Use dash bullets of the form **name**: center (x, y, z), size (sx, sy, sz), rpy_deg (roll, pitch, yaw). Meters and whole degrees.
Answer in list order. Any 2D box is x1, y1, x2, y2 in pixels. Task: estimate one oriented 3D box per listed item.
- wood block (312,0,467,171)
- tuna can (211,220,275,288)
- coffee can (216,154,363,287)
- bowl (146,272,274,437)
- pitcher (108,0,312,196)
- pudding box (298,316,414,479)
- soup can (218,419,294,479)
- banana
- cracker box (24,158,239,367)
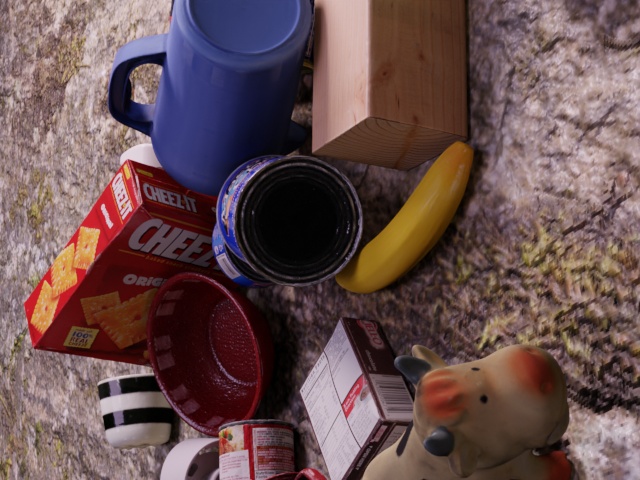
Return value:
- **wood block**: center (0.053, -0.170, 0.828), size (0.091, 0.090, 0.206), rpy_deg (-25, 61, 58)
- **tuna can**: center (-0.056, 0.001, 0.989), size (0.034, 0.086, 0.086), rpy_deg (-24, 61, 60)
- **coffee can**: center (-0.029, -0.020, 0.889), size (0.140, 0.102, 0.103), rpy_deg (-157, 77, -78)
- **bowl**: center (-0.096, 0.104, 1.029), size (0.162, 0.055, 0.162), rpy_deg (13, 109, 40)
- **pitcher**: center (-0.089, -0.142, 0.928), size (0.145, 0.149, 0.243), rpy_deg (50, 160, 9)
- **pudding box**: center (0.028, 0.130, 0.841), size (0.090, 0.039, 0.113), rpy_deg (-63, 31, 32)
- **soup can**: center (-0.055, 0.215, 0.941), size (0.069, 0.068, 0.102), rpy_deg (-36, 52, 54)
- **banana**: center (0.057, -0.005, 0.827), size (0.198, 0.037, 0.069), rpy_deg (-39, 50, 52)
- **cracker box**: center (-0.173, 0.034, 1.072), size (0.214, 0.163, 0.072), rpy_deg (-48, 46, 28)
